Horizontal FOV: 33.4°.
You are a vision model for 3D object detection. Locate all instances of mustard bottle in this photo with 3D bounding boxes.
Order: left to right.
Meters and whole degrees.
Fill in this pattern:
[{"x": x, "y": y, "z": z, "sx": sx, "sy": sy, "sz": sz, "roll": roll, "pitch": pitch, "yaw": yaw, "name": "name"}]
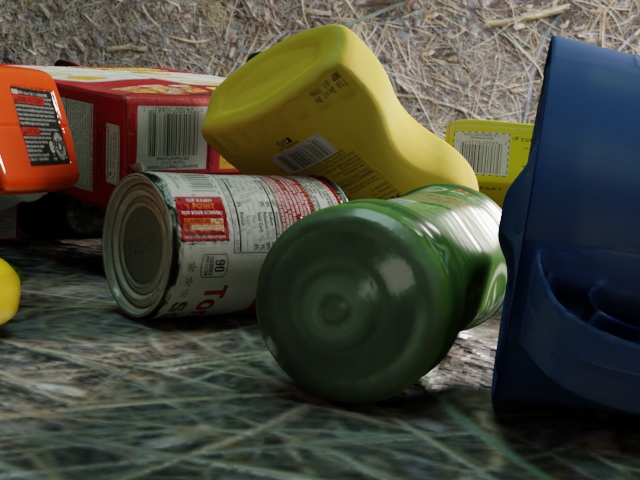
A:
[{"x": 0.031, "y": -0.029, "z": 0.585, "sx": 0.096, "sy": 0.058, "sz": 0.191, "roll": -24, "pitch": -50, "yaw": 32, "name": "mustard bottle"}]

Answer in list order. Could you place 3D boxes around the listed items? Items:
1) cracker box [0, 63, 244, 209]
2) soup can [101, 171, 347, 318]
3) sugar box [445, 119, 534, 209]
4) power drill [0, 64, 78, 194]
[{"x": -0.112, "y": -0.068, "z": 0.671, "sx": 0.163, "sy": 0.072, "sz": 0.214, "roll": -7, "pitch": 16, "yaw": -42, "name": "cracker box"}, {"x": -0.043, "y": 0.001, "z": 0.504, "sx": 0.102, "sy": 0.068, "sz": 0.069, "roll": -1, "pitch": 9, "yaw": -38, "name": "soup can"}, {"x": 0.130, "y": -0.026, "z": 0.719, "sx": 0.093, "sy": 0.048, "sz": 0.176, "roll": 6, "pitch": -18, "yaw": 9, "name": "sugar box"}, {"x": -0.213, "y": -0.027, "z": 0.458, "sx": 0.188, "sy": 0.057, "sz": 0.184, "roll": -12, "pitch": 6, "yaw": 9, "name": "power drill"}]
